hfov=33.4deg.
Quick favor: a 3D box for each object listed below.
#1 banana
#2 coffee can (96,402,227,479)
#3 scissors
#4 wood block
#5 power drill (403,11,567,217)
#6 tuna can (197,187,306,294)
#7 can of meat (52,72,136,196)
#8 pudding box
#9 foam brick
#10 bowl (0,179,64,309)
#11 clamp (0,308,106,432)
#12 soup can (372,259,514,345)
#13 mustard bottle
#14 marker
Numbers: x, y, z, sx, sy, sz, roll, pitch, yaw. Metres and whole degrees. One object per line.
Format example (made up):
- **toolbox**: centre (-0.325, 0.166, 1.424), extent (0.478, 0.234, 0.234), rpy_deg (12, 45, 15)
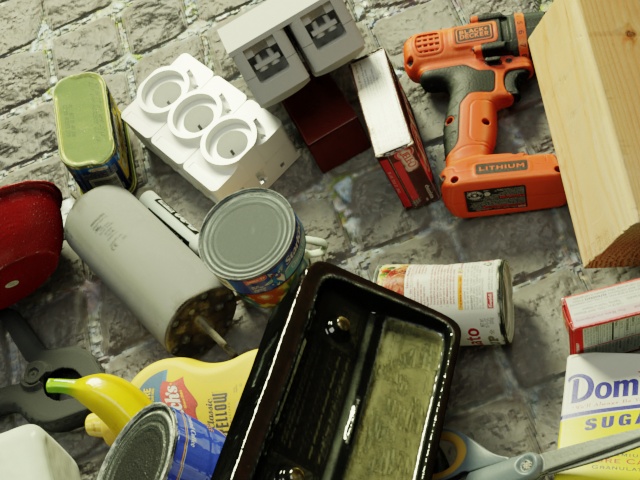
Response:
- **banana**: centre (-0.137, 0.179, 0.829), extent (0.070, 0.037, 0.198), rpy_deg (-30, 86, 19)
- **coffee can**: centre (-0.078, 0.191, 0.765), extent (0.103, 0.140, 0.103), rpy_deg (-40, 33, 32)
- **scissors**: centre (0.132, 0.144, 0.735), extent (0.202, 0.016, 0.096), rpy_deg (-35, 41, 17)
- **wood block**: centre (0.237, -0.091, 0.823), extent (0.090, 0.090, 0.206), rpy_deg (-3, 67, -13)
- **power drill**: centre (0.167, -0.116, 0.920), extent (0.184, 0.057, 0.187), rpy_deg (-8, 58, 13)
- **tuna can**: centre (-0.056, 0.001, 0.883), extent (0.086, 0.033, 0.086), rpy_deg (-9, 59, 16)
- **can of meat**: centre (-0.216, -0.097, 1.015), extent (0.057, 0.084, 0.102), rpy_deg (-12, 70, -2)
- **pudding box**: centre (0.064, -0.096, 0.924), extent (0.039, 0.090, 0.113), rpy_deg (-22, 56, 9)
- **foam brick**: centre (0.003, -0.112, 0.979), extent (0.053, 0.051, 0.078), rpy_deg (-29, 56, 1)
- **bowl**: centre (-0.290, 0.018, 0.962), extent (0.162, 0.162, 0.055), rpy_deg (-37, 76, -3)
- **clamp**: centre (-0.256, 0.133, 0.943), extent (0.172, 0.039, 0.120), rpy_deg (18, 70, 32)
- **soup can**: centre (0.098, 0.050, 0.843), extent (0.102, 0.068, 0.068), rpy_deg (-3, 61, 17)
- **mustard bottle**: centre (-0.103, 0.142, 0.867), extent (0.192, 0.058, 0.096), rpy_deg (-8, 84, 17)
- **marker**: centre (-0.126, -0.009, 0.987), extent (0.020, 0.020, 0.121), rpy_deg (-46, 57, -9)
